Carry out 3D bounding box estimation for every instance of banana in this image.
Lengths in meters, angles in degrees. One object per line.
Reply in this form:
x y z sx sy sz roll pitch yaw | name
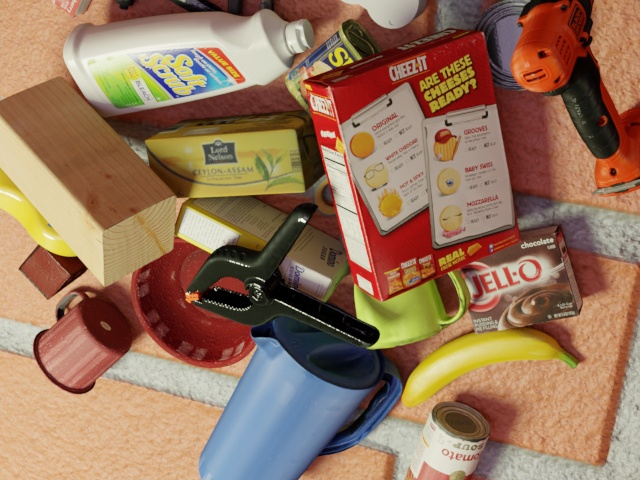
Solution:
0.166 0.129 1.127 0.198 0.037 0.069 -17 103 24 | banana

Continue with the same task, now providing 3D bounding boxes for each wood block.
-0.247 -0.065 1.106 0.206 0.090 0.091 44 146 24 | wood block

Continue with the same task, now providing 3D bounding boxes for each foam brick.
-0.299 0.022 1.233 0.051 0.078 0.053 46 120 -2 | foam brick

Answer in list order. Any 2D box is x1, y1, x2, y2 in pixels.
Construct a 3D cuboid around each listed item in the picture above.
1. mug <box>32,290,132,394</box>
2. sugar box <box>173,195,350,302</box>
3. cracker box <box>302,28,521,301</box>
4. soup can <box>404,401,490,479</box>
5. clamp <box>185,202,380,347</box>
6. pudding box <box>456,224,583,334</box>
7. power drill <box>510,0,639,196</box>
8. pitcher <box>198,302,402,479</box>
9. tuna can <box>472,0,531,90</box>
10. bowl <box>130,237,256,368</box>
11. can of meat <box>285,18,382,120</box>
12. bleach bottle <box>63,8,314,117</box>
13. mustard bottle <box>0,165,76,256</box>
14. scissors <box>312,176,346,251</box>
-0.281 0.111 1.262 0.082 0.093 0.117 -40 57 23 | mug
-0.058 0.002 1.129 0.176 0.093 0.048 29 117 8 | sugar box
0.089 -0.073 1.005 0.164 0.072 0.214 -22 112 -19 | cracker box
0.137 0.235 1.160 0.068 0.068 0.102 22 116 11 | soup can
-0.047 0.051 1.066 0.210 0.036 0.164 -14 115 40 | clamp
0.199 0.040 1.081 0.114 0.039 0.090 -14 104 24 | pudding box
0.242 -0.147 0.945 0.057 0.184 0.187 -16 123 42 | power drill
-0.032 0.194 1.182 0.149 0.144 0.243 42 122 17 | pitcher
0.186 -0.186 1.004 0.086 0.033 0.086 7 112 17 | tuna can
-0.129 0.060 1.193 0.162 0.055 0.162 10 117 19 | bowl
0.027 -0.153 1.062 0.084 0.057 0.102 -36 95 29 | can of meat
-0.130 -0.193 1.088 0.251 0.068 0.102 -8 133 22 | bleach bottle
-0.294 -0.038 1.197 0.191 0.096 0.058 40 138 1 | mustard bottle
0.061 -0.081 1.099 0.096 0.016 0.202 32 110 14 | scissors
